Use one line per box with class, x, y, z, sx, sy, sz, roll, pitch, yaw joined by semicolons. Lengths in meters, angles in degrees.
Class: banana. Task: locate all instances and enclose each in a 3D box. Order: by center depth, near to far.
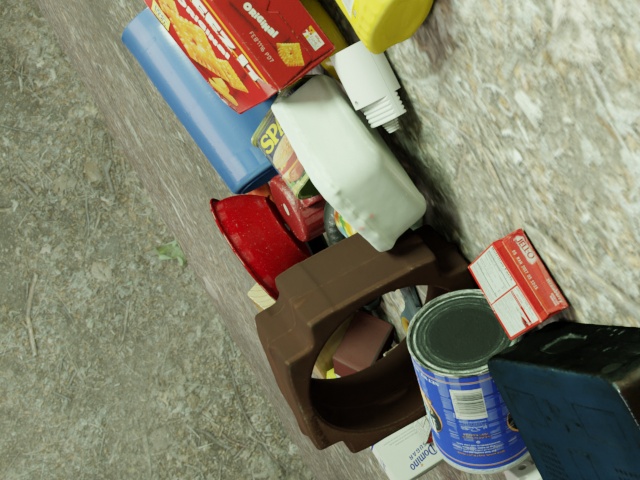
banana;-0.019;-0.217;1.009;0.198;0.037;0.069;53;-177;37

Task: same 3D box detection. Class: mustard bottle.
mustard bottle;0.010;-0.236;0.786;0.192;0.058;0.096;58;168;13

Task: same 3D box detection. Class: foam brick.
foam brick;0.055;0.139;1.358;0.051;0.078;0.053;23;154;15

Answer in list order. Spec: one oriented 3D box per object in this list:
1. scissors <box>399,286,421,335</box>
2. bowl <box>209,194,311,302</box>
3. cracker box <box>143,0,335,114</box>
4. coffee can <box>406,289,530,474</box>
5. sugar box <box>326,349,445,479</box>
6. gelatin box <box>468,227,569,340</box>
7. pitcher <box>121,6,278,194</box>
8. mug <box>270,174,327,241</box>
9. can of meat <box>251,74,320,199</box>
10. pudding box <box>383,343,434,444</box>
scissors;0.095;0.062;1.204;0.202;0.016;0.096;64;167;-13
bowl;-0.058;0.002;1.234;0.162;0.055;0.162;52;-173;-9
cracker box;-0.085;-0.204;0.977;0.164;0.072;0.214;51;170;-10
coffee can;0.141;0.129;0.968;0.103;0.102;0.140;47;161;48
sugar box;0.092;0.227;1.398;0.176;0.093;0.048;58;168;17
gelatin box;0.159;0.036;0.864;0.073;0.030;0.089;60;167;10
pitcher;-0.117;-0.185;1.283;0.243;0.145;0.149;57;179;3
mug;-0.001;-0.051;1.180;0.093;0.081;0.117;62;168;-5
can of meat;-0.012;-0.104;1.095;0.084;0.057;0.102;53;129;22
pudding box;0.120;0.192;1.337;0.113;0.039;0.090;54;166;20
